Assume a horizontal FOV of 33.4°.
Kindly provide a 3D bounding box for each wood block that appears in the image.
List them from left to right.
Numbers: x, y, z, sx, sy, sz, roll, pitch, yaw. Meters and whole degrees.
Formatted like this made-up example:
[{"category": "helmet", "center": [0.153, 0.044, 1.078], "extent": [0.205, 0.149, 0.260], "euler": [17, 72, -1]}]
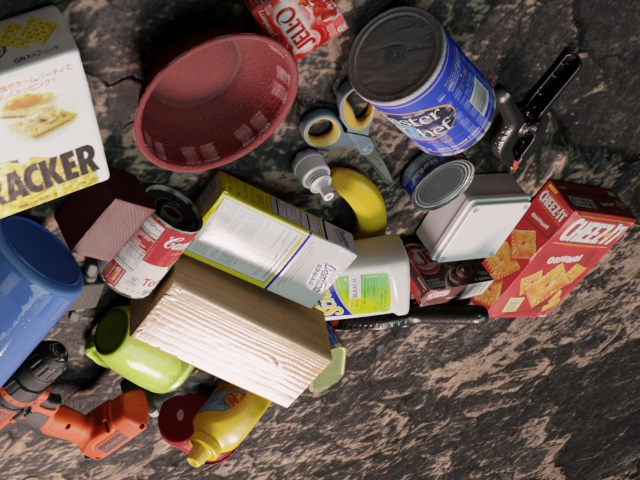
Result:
[{"category": "wood block", "center": [-0.099, 0.092, 1.179], "extent": [0.205, 0.090, 0.091], "euler": [29, 117, -25]}]

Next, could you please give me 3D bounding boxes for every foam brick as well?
[{"category": "foam brick", "center": [-0.210, -0.027, 1.035], "extent": [0.078, 0.051, 0.052], "euler": [-45, 145, 20]}]

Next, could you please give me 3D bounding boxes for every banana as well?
[{"category": "banana", "center": [0.046, -0.028, 1.261], "extent": [0.069, 0.037, 0.198], "euler": [-25, 148, -14]}]

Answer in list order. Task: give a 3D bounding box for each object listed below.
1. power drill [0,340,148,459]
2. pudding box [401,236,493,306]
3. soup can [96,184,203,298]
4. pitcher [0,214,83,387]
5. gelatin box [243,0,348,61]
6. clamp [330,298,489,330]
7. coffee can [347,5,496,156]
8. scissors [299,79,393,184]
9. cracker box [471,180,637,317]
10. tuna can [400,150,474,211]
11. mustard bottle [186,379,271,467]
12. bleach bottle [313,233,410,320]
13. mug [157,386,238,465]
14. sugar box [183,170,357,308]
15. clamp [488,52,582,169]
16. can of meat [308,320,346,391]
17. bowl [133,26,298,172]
[{"category": "power drill", "center": [-0.290, 0.182, 1.205], "extent": [0.185, 0.057, 0.187], "euler": [-35, 138, 30]}, {"category": "pudding box", "center": [0.156, 0.036, 1.393], "extent": [0.113, 0.090, 0.039], "euler": [-5, 141, -36]}, {"category": "soup can", "center": [-0.175, 0.002, 1.087], "extent": [0.068, 0.068, 0.102], "euler": [9, 129, -47]}, {"category": "pitcher", "center": [-0.343, 0.093, 1.008], "extent": [0.243, 0.149, 0.144], "euler": [-45, 135, 14]}, {"category": "gelatin box", "center": [-0.022, -0.206, 0.968], "extent": [0.073, 0.030, 0.089], "euler": [-32, 148, 1]}, {"category": "clamp", "center": [0.119, 0.097, 1.421], "extent": [0.210, 0.036, 0.164], "euler": [-7, -174, -6]}, {"category": "coffee can", "center": [0.104, -0.157, 1.073], "extent": [0.103, 0.103, 0.140], "euler": [-40, 147, 13]}, {"category": "scissors", "center": [0.030, -0.101, 1.171], "extent": [0.096, 0.016, 0.202], "euler": [-25, 148, -8]}, {"category": "cracker box", "center": [0.328, 0.019, 1.533], "extent": [0.163, 0.072, 0.214], "euler": [4, 133, -44]}, {"category": "tuna can", "center": [0.139, -0.076, 1.278], "extent": [0.086, 0.034, 0.086], "euler": [-22, 147, -15]}, {"category": "mustard bottle", "center": [-0.105, 0.204, 1.329], "extent": [0.096, 0.058, 0.191], "euler": [-12, -149, 47]}, {"category": "bleach bottle", "center": [-0.022, 0.059, 1.265], "extent": [0.250, 0.068, 0.102], "euler": [-10, 131, -7]}, {"category": "mug", "center": [-0.151, 0.233, 1.406], "extent": [0.117, 0.093, 0.081], "euler": [-42, 142, 6]}, {"category": "sugar box", "center": [-0.058, 0.001, 1.151], "extent": [0.176, 0.048, 0.093], "euler": [24, 121, -29]}, {"category": "clamp", "center": [0.234, -0.144, 1.262], "extent": [0.120, 0.039, 0.172], "euler": [-14, 144, -24]}, {"category": "can of meat", "center": [-0.009, 0.137, 1.397], "extent": [0.057, 0.084, 0.102], "euler": [-21, 146, -17]}, {"category": "bowl", "center": [-0.103, -0.138, 0.969], "extent": [0.162, 0.055, 0.162], "euler": [-22, 147, -16]}]
